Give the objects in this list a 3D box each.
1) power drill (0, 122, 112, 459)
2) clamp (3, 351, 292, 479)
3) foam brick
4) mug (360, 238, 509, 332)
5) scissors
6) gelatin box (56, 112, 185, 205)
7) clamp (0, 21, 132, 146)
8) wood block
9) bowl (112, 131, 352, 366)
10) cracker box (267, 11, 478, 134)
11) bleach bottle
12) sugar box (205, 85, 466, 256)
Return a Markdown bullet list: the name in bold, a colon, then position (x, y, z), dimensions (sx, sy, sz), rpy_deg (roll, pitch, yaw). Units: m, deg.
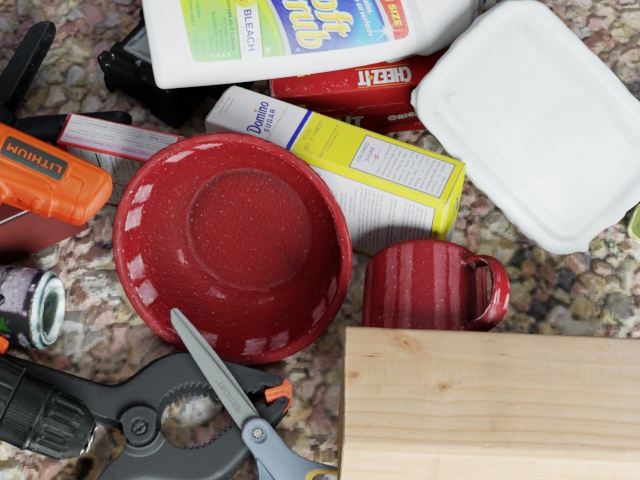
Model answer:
- **power drill**: position (-0.200, 0.027, 0.668), dimensions (0.184, 0.057, 0.187), rpy_deg (26, 61, -10)
- **clamp**: position (-0.123, 0.118, 0.691), dimensions (0.209, 0.036, 0.164), rpy_deg (-21, 69, -11)
- **foam brick**: position (-0.216, -0.025, 0.772), dimensions (0.078, 0.051, 0.053), rpy_deg (-25, 61, -12)
- **mug**: position (0.075, 0.047, 0.687), dimensions (0.093, 0.117, 0.081), rpy_deg (25, 50, -27)
- **scissors**: position (-0.046, 0.140, 0.664), dimensions (0.202, 0.016, 0.096), rpy_deg (39, 76, 6)
- **gelatin box**: position (-0.137, -0.053, 0.772), dimensions (0.089, 0.073, 0.030), rpy_deg (12, 61, 9)
- **clamp**: position (-0.233, -0.084, 0.815), dimensions (0.120, 0.039, 0.171), rpy_deg (39, 72, 19)
- **wood block**: position (0.114, 0.115, 0.621), dimensions (0.206, 0.091, 0.090), rpy_deg (2, 44, 0)
- **bowl**: position (-0.055, 0.001, 0.719), dimensions (0.162, 0.162, 0.055), rpy_deg (9, 19, 8)
- **cracker box**: position (0.033, -0.185, 0.842), dimensions (0.164, 0.072, 0.214), rpy_deg (-6, 61, -2)
- **bleach bottle**: position (0.003, -0.170, 0.740), dimensions (0.250, 0.068, 0.102), rpy_deg (-9, 102, -6)
- **sugar box**: position (0.008, -0.041, 0.747), dimensions (0.176, 0.093, 0.048), rpy_deg (23, 58, 14)
